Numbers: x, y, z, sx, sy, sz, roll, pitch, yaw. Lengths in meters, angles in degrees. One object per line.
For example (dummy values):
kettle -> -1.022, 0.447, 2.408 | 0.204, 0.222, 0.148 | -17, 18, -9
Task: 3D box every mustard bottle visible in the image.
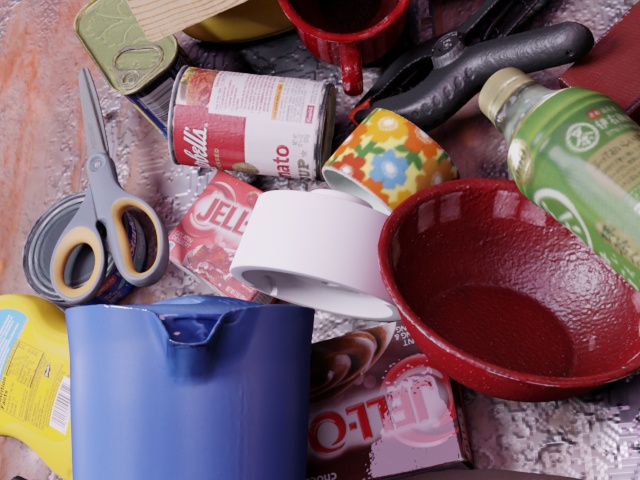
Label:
mustard bottle -> -0.196, 0.089, 0.717 | 0.192, 0.058, 0.096 | 19, 94, 31

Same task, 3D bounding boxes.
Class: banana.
banana -> -0.034, -0.185, 0.801 | 0.198, 0.037, 0.069 | -9, 62, 20

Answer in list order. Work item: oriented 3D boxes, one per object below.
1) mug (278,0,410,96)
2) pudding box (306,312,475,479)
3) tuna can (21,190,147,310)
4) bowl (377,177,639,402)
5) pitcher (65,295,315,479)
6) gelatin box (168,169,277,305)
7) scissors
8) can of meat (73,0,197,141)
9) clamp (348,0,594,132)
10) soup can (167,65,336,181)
mug -> 0.019, -0.155, 0.720 | 0.093, 0.081, 0.117 | -7, 82, 3
pudding box -> 0.028, 0.101, 0.626 | 0.114, 0.039, 0.090 | -17, 60, 16
tuna can -> -0.168, 0.009, 0.763 | 0.086, 0.033, 0.086 | -10, 61, 19
bowl -> 0.106, 0.036, 0.590 | 0.162, 0.055, 0.162 | 6, 41, -6
pitcher -> -0.069, 0.152, 0.572 | 0.145, 0.149, 0.243 | -5, 82, 37
gelatin box -> -0.055, 0.001, 0.719 | 0.089, 0.030, 0.073 | 30, 79, 32
scissors -> -0.168, -0.035, 0.754 | 0.096, 0.016, 0.202 | -37, 56, 3
can of meat -> -0.123, -0.126, 0.782 | 0.057, 0.084, 0.102 | -38, 56, 1
clamp -> 0.096, -0.124, 0.699 | 0.172, 0.039, 0.120 | -23, 30, 28
soup can -> -0.044, -0.078, 0.718 | 0.102, 0.068, 0.068 | 7, 67, 7
